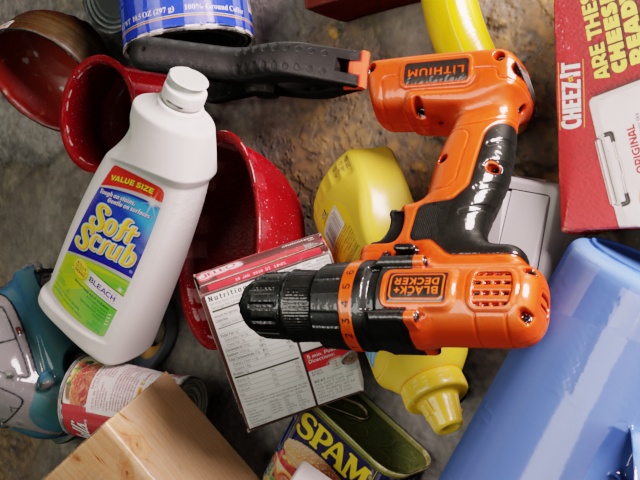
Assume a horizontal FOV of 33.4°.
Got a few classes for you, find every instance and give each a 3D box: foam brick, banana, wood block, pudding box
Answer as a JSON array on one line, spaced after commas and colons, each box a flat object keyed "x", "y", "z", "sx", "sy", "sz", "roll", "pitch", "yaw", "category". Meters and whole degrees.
[{"x": 0.032, "y": -0.191, "z": 0.749, "sx": 0.078, "sy": 0.051, "sz": 0.053, "roll": -7, "pitch": 85, "yaw": 37, "category": "foam brick"}, {"x": 0.098, "y": -0.165, "z": 0.708, "sx": 0.070, "sy": 0.037, "sz": 0.198, "roll": -5, "pitch": 87, "yaw": 39, "category": "banana"}, {"x": -0.090, "y": 0.212, "z": 0.774, "sx": 0.206, "sy": 0.090, "sz": 0.090, "roll": 48, "pitch": 119, "yaw": 1, "category": "wood block"}, {"x": -0.025, "y": 0.061, "z": 0.710, "sx": 0.039, "sy": 0.090, "sz": 0.113, "roll": -120, "pitch": 13, "yaw": -67, "category": "pudding box"}]

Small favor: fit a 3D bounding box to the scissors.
[{"x": -0.151, "y": 0.131, "z": 0.911, "sx": 0.096, "sy": 0.016, "sz": 0.202, "roll": -15, "pitch": 81, "yaw": 36, "category": "scissors"}]

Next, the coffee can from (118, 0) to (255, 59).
[{"x": -0.108, "y": -0.216, "z": 0.824, "sx": 0.103, "sy": 0.102, "sz": 0.140, "roll": -10, "pitch": 84, "yaw": 37, "category": "coffee can"}]

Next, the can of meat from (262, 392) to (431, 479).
[{"x": 0.015, "y": 0.162, "z": 0.760, "sx": 0.102, "sy": 0.057, "sz": 0.084, "roll": 39, "pitch": 115, "yaw": 30, "category": "can of meat"}]

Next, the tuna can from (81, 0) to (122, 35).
[{"x": -0.164, "y": -0.217, "z": 0.910, "sx": 0.086, "sy": 0.033, "sz": 0.086, "roll": 0, "pitch": 90, "yaw": 38, "category": "tuna can"}]

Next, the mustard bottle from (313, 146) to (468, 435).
[{"x": 0.050, "y": 0.038, "z": 0.695, "sx": 0.096, "sy": 0.058, "sz": 0.192, "roll": 111, "pitch": 146, "yaw": -50, "category": "mustard bottle"}]

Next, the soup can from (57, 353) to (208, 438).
[{"x": -0.150, "y": 0.134, "z": 0.863, "sx": 0.102, "sy": 0.068, "sz": 0.068, "roll": 8, "pitch": 95, "yaw": 20, "category": "soup can"}]

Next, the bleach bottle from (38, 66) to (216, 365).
[{"x": -0.141, "y": -0.024, "z": 0.810, "sx": 0.103, "sy": 0.067, "sz": 0.251, "roll": 40, "pitch": 127, "yaw": 20, "category": "bleach bottle"}]

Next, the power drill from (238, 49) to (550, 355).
[{"x": 0.050, "y": -0.021, "z": 0.635, "sx": 0.185, "sy": 0.057, "sz": 0.187, "roll": 0, "pitch": 62, "yaw": 24, "category": "power drill"}]

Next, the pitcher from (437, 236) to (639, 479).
[{"x": 0.147, "y": 0.129, "z": 0.609, "sx": 0.149, "sy": 0.144, "sz": 0.243, "roll": 32, "pitch": 106, "yaw": 34, "category": "pitcher"}]

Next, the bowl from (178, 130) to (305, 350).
[{"x": -0.055, "y": 0.001, "z": 0.793, "sx": 0.162, "sy": 0.055, "sz": 0.162, "roll": -12, "pitch": 77, "yaw": 62, "category": "bowl"}]

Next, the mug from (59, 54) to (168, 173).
[{"x": -0.142, "y": -0.100, "z": 0.862, "sx": 0.117, "sy": 0.081, "sz": 0.093, "roll": -3, "pitch": 89, "yaw": 39, "category": "mug"}]

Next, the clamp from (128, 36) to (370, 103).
[{"x": -0.042, "y": -0.123, "z": 0.792, "sx": 0.172, "sy": 0.120, "sz": 0.039, "roll": 7, "pitch": 91, "yaw": 16, "category": "clamp"}]
